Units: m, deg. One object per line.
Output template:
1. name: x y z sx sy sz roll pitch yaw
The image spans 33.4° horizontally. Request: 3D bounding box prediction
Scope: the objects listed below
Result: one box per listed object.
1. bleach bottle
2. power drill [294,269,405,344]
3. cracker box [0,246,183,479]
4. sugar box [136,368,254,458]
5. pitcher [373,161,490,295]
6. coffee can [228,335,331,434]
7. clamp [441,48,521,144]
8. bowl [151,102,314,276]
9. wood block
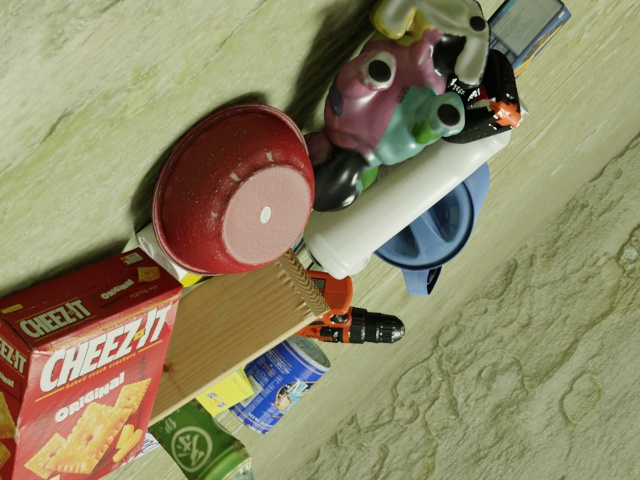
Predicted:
1. bleach bottle: 0.100 -0.064 1.082 0.251 0.068 0.102 -35 -165 21
2. power drill: 0.016 0.095 1.421 0.187 0.184 0.057 68 28 -68
3. cracker box: -0.214 0.129 0.923 0.163 0.072 0.214 -25 142 -47
4. sugar box: -0.174 0.195 1.263 0.176 0.048 0.093 -31 151 -2
5. pitcher: 0.134 -0.046 1.276 0.149 0.145 0.242 -46 177 21
6. coffee can: -0.068 0.202 1.580 0.140 0.103 0.102 -47 166 8
7. clamp: 0.133 -0.154 1.015 0.164 0.036 0.210 -62 -152 3
8. bowl: -0.059 -0.031 0.901 0.161 0.055 0.162 -21 128 -31
9. wood block: -0.105 0.091 1.081 0.206 0.091 0.090 -33 176 10
